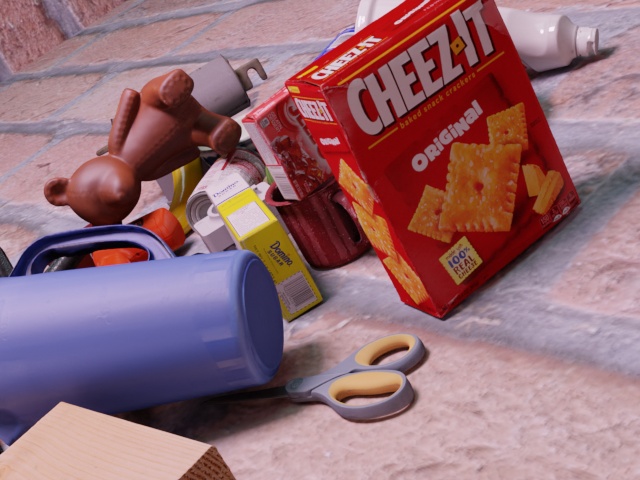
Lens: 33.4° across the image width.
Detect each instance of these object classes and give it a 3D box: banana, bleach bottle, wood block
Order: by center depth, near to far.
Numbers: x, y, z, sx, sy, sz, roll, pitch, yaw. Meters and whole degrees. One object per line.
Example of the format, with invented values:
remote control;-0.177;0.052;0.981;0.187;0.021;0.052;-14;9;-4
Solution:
wood block;-0.141;0.186;0.736;0.207;0.090;0.090;1;37;50
bleach bottle;0.171;-0.221;1.156;0.251;0.102;0.068;5;76;22
banana;-0.172;-0.075;1.285;0.037;0.069;0.198;-44;37;47

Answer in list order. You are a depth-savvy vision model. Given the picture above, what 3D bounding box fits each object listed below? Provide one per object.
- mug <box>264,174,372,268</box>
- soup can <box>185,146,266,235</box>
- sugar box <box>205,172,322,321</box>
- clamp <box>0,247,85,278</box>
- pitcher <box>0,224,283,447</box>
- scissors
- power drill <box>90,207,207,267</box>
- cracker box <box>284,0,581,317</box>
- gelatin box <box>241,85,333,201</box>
mug;0.012;-0.026;1.002;0.093;0.081;0.117;-38;25;-20
soup can;-0.103;-0.052;1.202;0.069;0.068;0.102;-16;27;28
sugar box;-0.056;0.001;1.010;0.048;0.093;0.176;-29;24;-3
clamp;-0.313;0.059;1.189;0.120;0.039;0.171;-20;52;10
pitcher;-0.159;0.069;0.873;0.243;0.149;0.145;-10;15;16
scissors;0.000;0.104;0.835;0.202;0.016;0.096;-2;33;46
power drill;-0.187;0.033;1.135;0.184;0.057;0.187;-26;24;8
cracker box;0.095;-0.073;0.838;0.164;0.213;0.072;-36;24;-16
gelatin box;-0.019;-0.092;0.950;0.073;0.089;0.030;-40;26;-24
